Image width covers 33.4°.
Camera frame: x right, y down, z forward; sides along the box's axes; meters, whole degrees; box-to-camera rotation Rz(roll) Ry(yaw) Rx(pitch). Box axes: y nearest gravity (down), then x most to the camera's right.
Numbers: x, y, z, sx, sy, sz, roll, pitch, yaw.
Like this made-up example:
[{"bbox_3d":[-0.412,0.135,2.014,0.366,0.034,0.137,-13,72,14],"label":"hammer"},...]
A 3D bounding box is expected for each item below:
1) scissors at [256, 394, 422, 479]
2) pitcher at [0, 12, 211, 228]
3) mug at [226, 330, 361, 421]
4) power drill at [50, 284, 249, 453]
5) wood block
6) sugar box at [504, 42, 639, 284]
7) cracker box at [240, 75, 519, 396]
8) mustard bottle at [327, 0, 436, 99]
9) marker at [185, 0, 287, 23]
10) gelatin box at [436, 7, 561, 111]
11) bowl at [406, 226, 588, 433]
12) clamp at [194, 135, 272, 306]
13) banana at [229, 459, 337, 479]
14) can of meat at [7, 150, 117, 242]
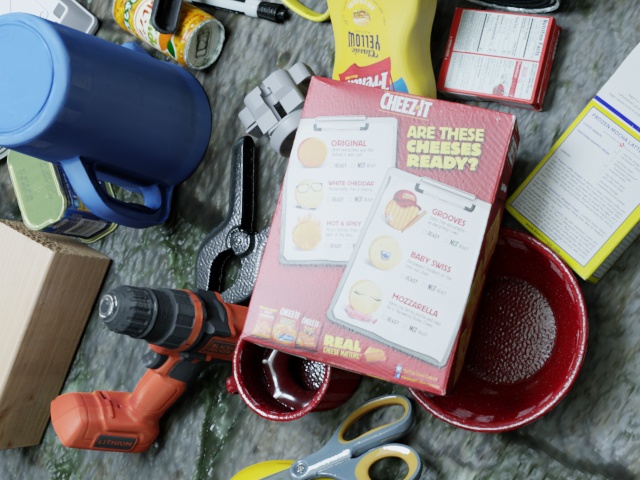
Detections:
[{"bbox_3d":[0.000,0.202,0.887,0.201,0.016,0.096,-34,49,-2],"label":"scissors"},{"bbox_3d":[-0.203,-0.109,0.943,0.149,0.242,0.145,35,98,19],"label":"pitcher"},{"bbox_3d":[-0.025,0.111,0.917,0.117,0.081,0.093,-24,74,22],"label":"mug"},{"bbox_3d":[-0.155,0.113,0.937,0.188,0.184,0.057,-43,52,26],"label":"power drill"},{"bbox_3d":[-0.300,0.093,1.054,0.091,0.090,0.206,24,96,27],"label":"wood block"},{"bbox_3d":[0.234,-0.062,0.828,0.093,0.048,0.176,45,101,24],"label":"sugar box"},{"bbox_3d":[0.049,-0.003,0.824,0.164,0.072,0.213,14,84,16],"label":"cracker box"},{"bbox_3d":[0.052,-0.138,0.895,0.096,0.058,0.192,15,118,37],"label":"mustard bottle"},{"bbox_3d":[-0.083,-0.227,1.021,0.121,0.020,0.020,19,93,27],"label":"marker"},{"bbox_3d":[0.149,-0.151,0.889,0.089,0.030,0.073,13,89,27],"label":"gelatin box"},{"bbox_3d":[0.139,0.071,0.853,0.162,0.055,0.162,-3,83,27],"label":"bowl"},{"bbox_3d":[-0.056,0.001,0.971,0.120,0.039,0.171,26,99,32],"label":"clamp"},{"bbox_3d":[-0.011,0.225,0.924,0.198,0.037,0.069,-3,97,27],"label":"banana"},{"bbox_3d":[-0.254,-0.053,1.050,0.057,0.083,0.102,-28,73,21],"label":"can of meat"}]
